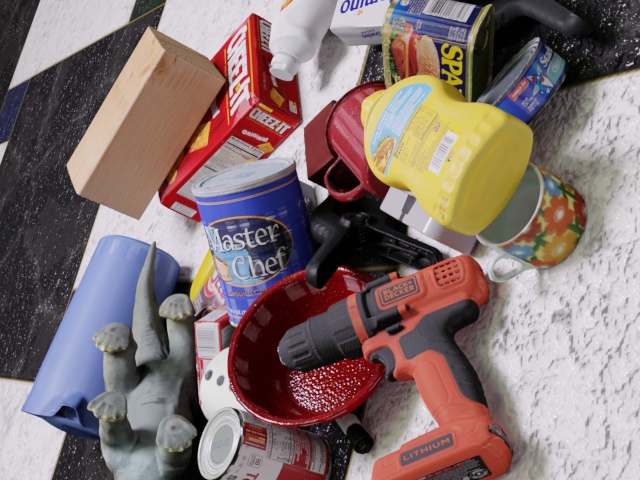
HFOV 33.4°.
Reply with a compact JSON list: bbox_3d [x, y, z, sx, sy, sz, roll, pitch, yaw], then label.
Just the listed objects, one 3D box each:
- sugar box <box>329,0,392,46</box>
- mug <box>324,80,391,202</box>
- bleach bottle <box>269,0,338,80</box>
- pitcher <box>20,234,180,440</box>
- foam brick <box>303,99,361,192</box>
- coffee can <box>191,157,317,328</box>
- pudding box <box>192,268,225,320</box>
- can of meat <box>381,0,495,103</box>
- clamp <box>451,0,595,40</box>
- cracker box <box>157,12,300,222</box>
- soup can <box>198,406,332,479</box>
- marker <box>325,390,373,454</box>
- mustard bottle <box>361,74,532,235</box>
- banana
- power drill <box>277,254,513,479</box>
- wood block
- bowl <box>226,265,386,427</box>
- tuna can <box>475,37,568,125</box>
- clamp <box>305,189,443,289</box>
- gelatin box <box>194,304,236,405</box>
[{"bbox_3d":[0.077,-0.293,1.122,0.094,0.048,0.176,5,71,39],"label":"sugar box"},{"bbox_3d":[0.052,-0.082,0.991,0.117,0.093,0.081,-41,40,6],"label":"mug"},{"bbox_3d":[0.004,-0.299,1.218,0.103,0.068,0.250,-6,60,60],"label":"bleach bottle"},{"bbox_3d":[-0.262,0.124,1.318,0.149,0.144,0.242,3,68,45],"label":"pitcher"},{"bbox_3d":[0.020,-0.093,1.089,0.051,0.052,0.078,-41,38,36],"label":"foam brick"},{"bbox_3d":[-0.057,0.001,1.030,0.103,0.102,0.140,11,119,59],"label":"coffee can"},{"bbox_3d":[-0.094,0.068,1.167,0.090,0.039,0.113,-56,32,17],"label":"pudding box"},{"bbox_3d":[0.103,-0.163,0.931,0.084,0.102,0.057,17,54,20],"label":"can of meat"},{"bbox_3d":[0.180,-0.220,0.941,0.210,0.036,0.164,-20,48,52],"label":"clamp"},{"bbox_3d":[-0.120,-0.151,1.323,0.214,0.072,0.164,-41,39,34],"label":"cracker box"},{"bbox_3d":[-0.049,0.193,0.954,0.069,0.102,0.068,-35,43,40],"label":"soup can"},{"bbox_3d":[0.018,0.152,0.959,0.020,0.020,0.121,-59,32,12],"label":"marker"},{"bbox_3d":[0.085,-0.082,0.862,0.096,0.058,0.192,-63,35,11],"label":"mustard bottle"},{"bbox_3d":[-0.111,-0.001,1.242,0.070,0.037,0.198,31,97,58],"label":"banana"},{"bbox_3d":[0.060,0.112,0.833,0.184,0.057,0.187,-25,49,14],"label":"power drill"},{"bbox_3d":[-0.216,-0.142,1.303,0.206,0.090,0.090,-56,33,14],"label":"wood block"},{"bbox_3d":[0.000,0.103,0.949,0.162,0.055,0.162,-14,51,18],"label":"bowl"},{"bbox_3d":[0.163,-0.122,0.876,0.086,0.033,0.086,-51,7,8],"label":"tuna can"},{"bbox_3d":[0.044,-0.004,0.977,0.171,0.120,0.039,-94,8,-63],"label":"clamp"},{"bbox_3d":[-0.099,0.116,1.080,0.030,0.073,0.089,1,101,17],"label":"gelatin box"}]
